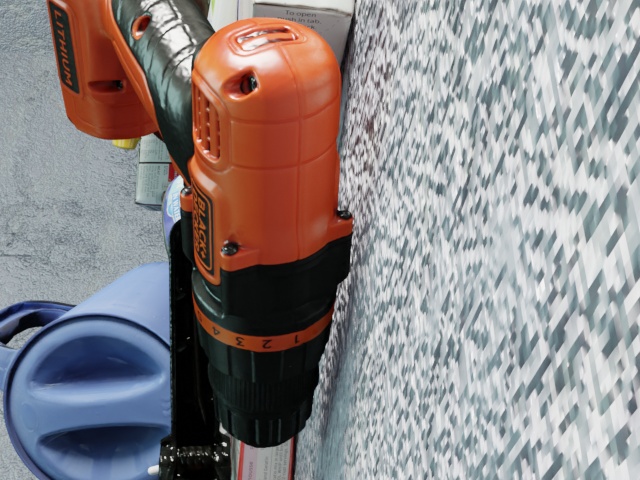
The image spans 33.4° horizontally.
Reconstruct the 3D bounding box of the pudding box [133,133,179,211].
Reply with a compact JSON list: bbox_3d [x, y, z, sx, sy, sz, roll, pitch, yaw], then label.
[{"bbox_3d":[-0.100,-0.069,0.913,0.039,0.113,0.090,24,-111,-77],"label":"pudding box"}]

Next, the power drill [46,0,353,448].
[{"bbox_3d":[-0.050,-0.031,0.424,0.188,0.057,0.184,50,147,40],"label":"power drill"}]

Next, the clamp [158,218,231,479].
[{"bbox_3d":[-0.064,0.103,0.541,0.210,0.036,0.164,98,170,-51],"label":"clamp"}]

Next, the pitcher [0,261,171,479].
[{"bbox_3d":[-0.150,0.087,0.814,0.243,0.145,0.149,-78,-37,-79],"label":"pitcher"}]

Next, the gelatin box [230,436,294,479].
[{"bbox_3d":[-0.030,0.102,0.562,0.073,0.030,0.089,-135,48,-80],"label":"gelatin box"}]
